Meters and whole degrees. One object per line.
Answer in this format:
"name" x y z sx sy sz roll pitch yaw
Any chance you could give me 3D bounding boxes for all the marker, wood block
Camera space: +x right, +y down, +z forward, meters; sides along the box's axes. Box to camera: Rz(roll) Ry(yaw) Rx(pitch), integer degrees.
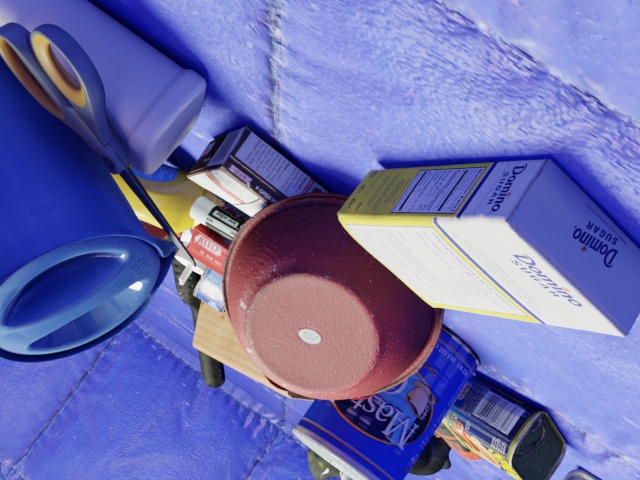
"marker" -0.046 0.002 0.815 0.121 0.020 0.020 30 166 16
"wood block" -0.038 0.092 1.064 0.090 0.090 0.206 13 -179 -33

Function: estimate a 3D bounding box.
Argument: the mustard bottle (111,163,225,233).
"mustard bottle" -0.168 -0.050 0.954 0.191 0.058 0.096 19 -168 -6

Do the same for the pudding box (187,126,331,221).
"pudding box" -0.044 -0.038 0.788 0.090 0.039 0.114 37 170 -15

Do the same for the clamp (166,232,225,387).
"clamp" -0.132 0.055 1.177 0.036 0.164 0.210 -6 148 7

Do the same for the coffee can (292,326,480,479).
"coffee can" 0.057 0.136 0.919 0.103 0.140 0.103 34 167 9

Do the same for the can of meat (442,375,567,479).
"can of meat" 0.164 0.172 0.964 0.084 0.057 0.102 28 166 38

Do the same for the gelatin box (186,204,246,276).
"gelatin box" -0.056 0.001 0.864 0.073 0.089 0.030 33 123 10

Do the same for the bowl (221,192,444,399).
"bowl" 0.001 0.051 0.728 0.162 0.162 0.055 37 -151 -3

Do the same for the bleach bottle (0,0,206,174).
"bleach bottle" -0.196 -0.151 0.730 0.251 0.068 0.103 39 164 -1

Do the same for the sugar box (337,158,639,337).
"sugar box" 0.088 0.001 0.577 0.093 0.048 0.176 41 163 -21

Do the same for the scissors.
"scissors" -0.132 -0.063 0.683 0.201 0.016 0.096 48 154 -11

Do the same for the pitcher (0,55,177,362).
"pitcher" -0.227 -0.040 0.762 0.243 0.145 0.149 56 -167 29

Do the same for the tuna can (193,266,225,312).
"tuna can" -0.082 0.025 1.008 0.034 0.086 0.086 33 167 3
